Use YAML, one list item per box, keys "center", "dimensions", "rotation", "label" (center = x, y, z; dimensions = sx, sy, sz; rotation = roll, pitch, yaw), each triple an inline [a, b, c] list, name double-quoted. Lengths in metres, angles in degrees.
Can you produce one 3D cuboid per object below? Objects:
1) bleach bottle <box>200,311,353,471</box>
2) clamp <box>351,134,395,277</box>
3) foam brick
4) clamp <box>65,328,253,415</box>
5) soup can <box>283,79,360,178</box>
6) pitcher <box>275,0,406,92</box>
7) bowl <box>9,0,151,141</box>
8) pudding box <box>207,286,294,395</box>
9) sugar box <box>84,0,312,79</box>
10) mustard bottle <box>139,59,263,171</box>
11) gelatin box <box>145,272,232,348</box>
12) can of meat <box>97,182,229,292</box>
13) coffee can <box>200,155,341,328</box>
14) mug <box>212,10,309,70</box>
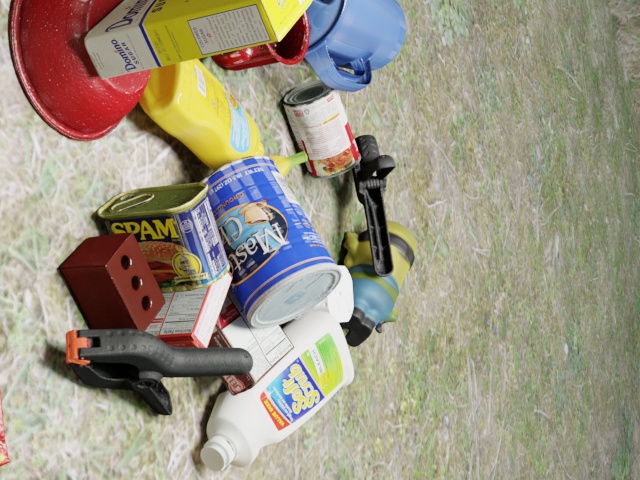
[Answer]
- center: [-0.050, 0.172, 1.148]
  dimensions: [0.250, 0.068, 0.102]
  rotation: [-43, 122, -54]
  label: "bleach bottle"
- center: [0.065, -0.079, 1.338]
  dimensions: [0.210, 0.036, 0.164]
  rotation: [-102, -170, -50]
  label: "clamp"
- center: [-0.181, 0.039, 0.933]
  dimensions: [0.053, 0.051, 0.078]
  rotation: [-59, 135, -49]
  label: "foam brick"
- center: [-0.143, 0.107, 0.931]
  dimensions: [0.171, 0.120, 0.039]
  rotation: [33, 32, -53]
  label: "clamp"
- center: [0.002, -0.135, 1.294]
  dimensions: [0.068, 0.069, 0.102]
  rotation: [-57, 133, -50]
  label: "soup can"
- center: [0.018, -0.263, 1.289]
  dimensions: [0.242, 0.145, 0.149]
  rotation: [0, 111, -65]
  label: "pitcher"
- center: [-0.196, -0.171, 0.940]
  dimensions: [0.161, 0.055, 0.162]
  rotation: [20, 67, -59]
  label: "bowl"
- center: [-0.086, 0.088, 1.077]
  dimensions: [0.113, 0.039, 0.089]
  rotation: [58, 30, -3]
  label: "pudding box"
- center: [-0.099, -0.184, 0.873]
  dimensions: [0.093, 0.176, 0.048]
  rotation: [-60, 138, -48]
  label: "sugar box"
- center: [-0.111, -0.121, 1.084]
  dimensions: [0.191, 0.058, 0.096]
  rotation: [42, 30, -53]
  label: "mustard bottle"
- center: [-0.130, 0.064, 1.000]
  dimensions: [0.030, 0.073, 0.089]
  rotation: [56, 39, -42]
  label: "gelatin box"
- center: [-0.140, -0.001, 0.966]
  dimensions: [0.057, 0.102, 0.084]
  rotation: [-51, 131, -54]
  label: "can of meat"
- center: [-0.057, 0.001, 1.059]
  dimensions: [0.140, 0.103, 0.102]
  rotation: [59, 21, 21]
  label: "coffee can"
- center: [-0.075, -0.221, 1.145]
  dimensions: [0.093, 0.082, 0.117]
  rotation: [61, 41, -31]
  label: "mug"
